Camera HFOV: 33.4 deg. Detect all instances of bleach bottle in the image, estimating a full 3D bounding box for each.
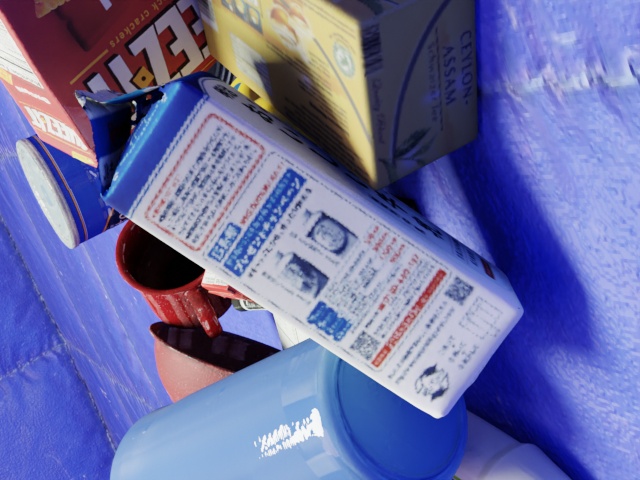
[{"bbox_3d":[0.091,0.154,0.685,0.251,0.068,0.102,19,137,59],"label":"bleach bottle"}]

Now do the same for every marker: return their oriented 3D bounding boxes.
[{"bbox_3d":[-0.048,0.046,0.835,0.020,0.020,0.121,63,162,-4],"label":"marker"}]

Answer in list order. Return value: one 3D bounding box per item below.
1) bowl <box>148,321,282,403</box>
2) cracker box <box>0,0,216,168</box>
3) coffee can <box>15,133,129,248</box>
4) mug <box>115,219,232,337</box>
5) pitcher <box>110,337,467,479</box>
[{"bbox_3d":[-0.076,0.121,0.911,0.162,0.161,0.055,25,97,59],"label":"bowl"},{"bbox_3d":[-0.120,-0.168,0.566,0.072,0.164,0.213,29,156,35],"label":"cracker box"},{"bbox_3d":[-0.178,-0.069,0.932,0.103,0.140,0.103,50,157,30],"label":"coffee can"},{"bbox_3d":[-0.110,0.031,0.892,0.117,0.093,0.081,56,171,30],"label":"mug"},{"bbox_3d":[-0.026,0.143,0.669,0.243,0.144,0.149,-35,69,46],"label":"pitcher"}]
